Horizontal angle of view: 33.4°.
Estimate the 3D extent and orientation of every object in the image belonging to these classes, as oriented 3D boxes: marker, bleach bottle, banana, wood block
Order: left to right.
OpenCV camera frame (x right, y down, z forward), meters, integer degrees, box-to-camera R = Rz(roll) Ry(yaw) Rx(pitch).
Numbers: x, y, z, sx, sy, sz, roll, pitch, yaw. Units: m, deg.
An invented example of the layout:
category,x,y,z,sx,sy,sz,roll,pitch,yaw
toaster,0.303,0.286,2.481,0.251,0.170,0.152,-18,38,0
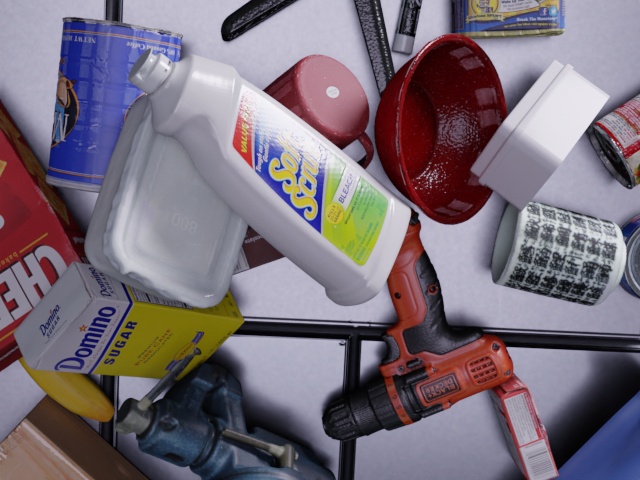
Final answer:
category,x,y,z,sx,sy,sz,roll,pitch,yaw
banana,-0.251,0.082,0.970,0.069,0.037,0.198,-18,97,3
wood block,-0.208,0.247,0.964,0.206,0.091,0.090,44,95,-6
bleach bottle,-0.044,-0.055,0.828,0.250,0.068,0.102,36,63,-25
marker,0.084,-0.227,0.949,0.020,0.020,0.121,11,96,-2

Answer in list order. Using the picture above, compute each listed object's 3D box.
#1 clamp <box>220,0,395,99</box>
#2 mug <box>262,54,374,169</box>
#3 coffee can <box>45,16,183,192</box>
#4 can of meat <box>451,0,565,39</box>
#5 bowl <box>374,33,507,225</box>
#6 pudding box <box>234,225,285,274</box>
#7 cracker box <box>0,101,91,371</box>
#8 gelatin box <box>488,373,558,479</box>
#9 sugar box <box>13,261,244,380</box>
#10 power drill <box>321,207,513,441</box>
category,x,y,z,sx,sy,sz,roll,pitch,yaw
clamp,0.030,-0.232,0.936,0.164,0.036,0.210,29,93,2
mug,-0.004,-0.098,0.913,0.117,0.093,0.082,41,137,-17
coffee can,-0.177,-0.113,0.916,0.103,0.103,0.140,7,96,-2
can of meat,0.164,-0.220,0.932,0.102,0.057,0.084,-2,99,0
bowl,0.096,-0.095,0.921,0.055,0.161,0.162,5,99,43
pudding box,-0.056,0.001,0.938,0.113,0.090,0.039,-17,95,2
cracker box,-0.303,-0.002,0.918,0.164,0.072,0.214,-34,80,3
gelatin box,0.182,0.168,0.969,0.030,0.073,0.089,-20,96,0
sugar box,-0.157,0.073,0.899,0.093,0.175,0.048,-46,59,23
power drill,0.057,0.076,0.962,0.184,0.057,0.187,-24,97,11
